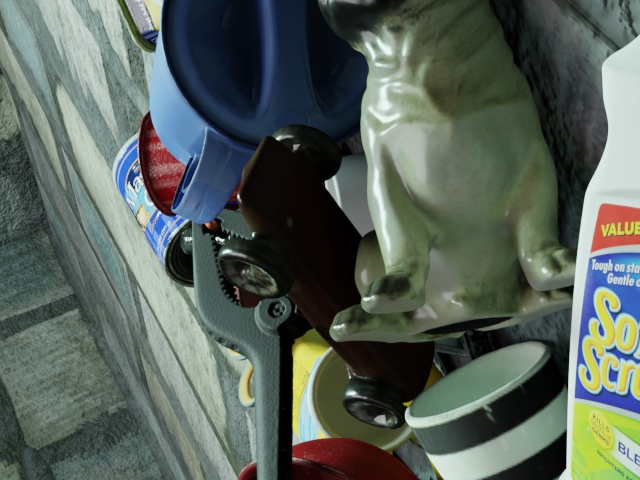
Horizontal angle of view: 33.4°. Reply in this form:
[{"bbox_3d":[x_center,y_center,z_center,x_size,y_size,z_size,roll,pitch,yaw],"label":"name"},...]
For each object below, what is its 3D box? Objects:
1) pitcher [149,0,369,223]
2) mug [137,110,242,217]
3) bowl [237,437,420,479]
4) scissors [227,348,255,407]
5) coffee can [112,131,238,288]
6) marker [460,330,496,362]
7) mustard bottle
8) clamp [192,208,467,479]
[{"bbox_3d":[-0.050,-0.096,0.677,0.145,0.149,0.243,68,166,-2],"label":"pitcher"},{"bbox_3d":[-0.090,-0.062,0.894,0.093,0.082,0.117,-78,-26,-43],"label":"mug"},{"bbox_3d":[0.024,0.188,0.737,0.162,0.055,0.162,21,137,20],"label":"bowl"},{"bbox_3d":[-0.030,0.088,0.908,0.202,0.016,0.096,-24,63,56],"label":"scissors"},{"bbox_3d":[-0.134,-0.037,1.061,0.140,0.102,0.103,53,158,39],"label":"coffee can"},{"bbox_3d":[0.085,0.037,0.632,0.121,0.020,0.020,70,163,-8],"label":"marker"},{"bbox_3d":[0.007,0.136,0.908,0.192,0.058,0.096,38,117,57],"label":"mustard bottle"},{"bbox_3d":[-0.026,0.060,0.696,0.210,0.164,0.036,42,175,27],"label":"clamp"}]
